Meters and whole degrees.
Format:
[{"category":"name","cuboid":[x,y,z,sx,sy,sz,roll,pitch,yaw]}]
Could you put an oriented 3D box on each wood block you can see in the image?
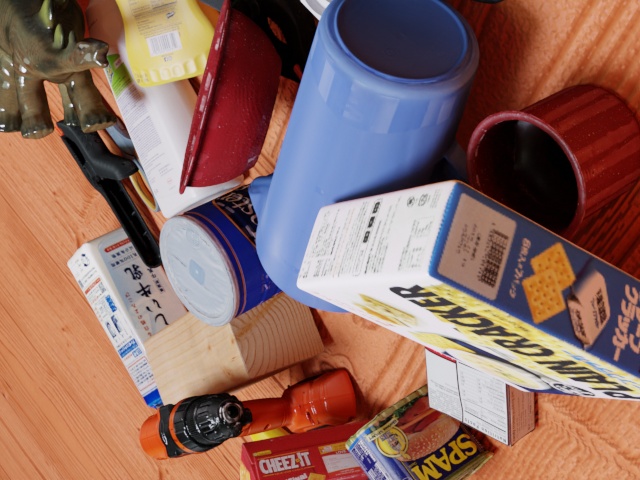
[{"category":"wood block","cuboid":[-0.096,0.110,1.103,0.206,0.090,0.090,-33,75,55]}]

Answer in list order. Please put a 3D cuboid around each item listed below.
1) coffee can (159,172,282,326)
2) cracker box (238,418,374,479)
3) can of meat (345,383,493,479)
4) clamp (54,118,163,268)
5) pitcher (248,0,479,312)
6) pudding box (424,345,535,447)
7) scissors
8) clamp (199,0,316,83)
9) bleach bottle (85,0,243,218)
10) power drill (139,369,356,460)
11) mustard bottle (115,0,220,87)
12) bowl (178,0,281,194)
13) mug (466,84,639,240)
[{"category":"coffee can","cuboid":[-0.056,0.001,0.947,0.103,0.140,0.103,30,134,37]},{"category":"cracker box","cuboid":[0.004,0.271,1.026,0.072,0.164,0.214,-117,25,-46]},{"category":"can of meat","cuboid":[0.085,0.183,0.926,0.084,0.101,0.058,51,144,19]},{"category":"clamp","cuboid":[-0.242,-0.070,1.213,0.210,0.036,0.164,43,154,40]},{"category":"pitcher","cuboid":[0.042,-0.059,0.777,0.243,0.149,0.145,106,153,-53]},{"category":"pudding box","cuboid":[0.129,0.101,0.869,0.090,0.039,0.113,21,130,43]},{"category":"scissors","cuboid":[-0.218,-0.125,1.175,0.202,0.016,0.096,61,148,0]},{"category":"clamp","cuboid":[-0.055,-0.206,0.879,0.171,0.039,0.120,42,145,2]},{"category":"bleach bottle","cuboid":[-0.168,-0.152,1.057,0.103,0.068,0.251,-23,92,56]},{"category":"power drill","cuboid":[-0.062,0.165,1.021,0.185,0.187,0.057,-26,71,57]},{"category":"mustard bottle","cuboid":[-0.148,-0.241,0.963,0.096,0.058,0.191,-9,106,24]},{"category":"bowl","cuboid":[-0.069,-0.109,0.856,0.162,0.055,0.162,-167,90,-80]},{"category":"mug","cuboid":[0.151,-0.047,0.704,0.093,0.081,0.117,55,144,10]}]
